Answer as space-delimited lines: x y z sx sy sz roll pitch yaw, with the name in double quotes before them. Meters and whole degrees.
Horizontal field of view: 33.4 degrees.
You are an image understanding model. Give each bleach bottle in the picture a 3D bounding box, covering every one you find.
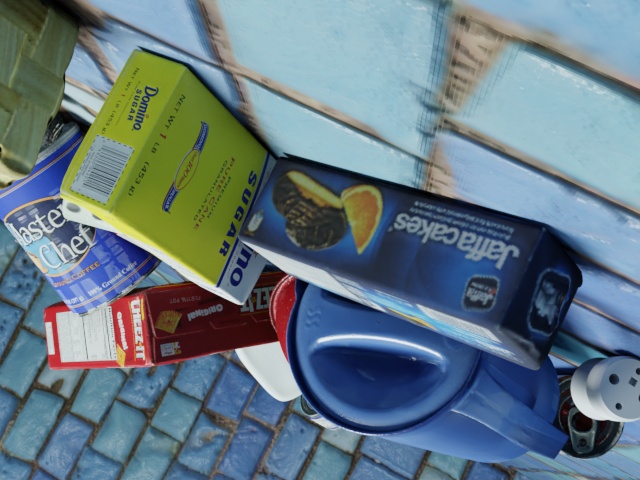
"bleach bottle" -0.064 0.091 1.243 0.102 0.068 0.251 50 -177 -17

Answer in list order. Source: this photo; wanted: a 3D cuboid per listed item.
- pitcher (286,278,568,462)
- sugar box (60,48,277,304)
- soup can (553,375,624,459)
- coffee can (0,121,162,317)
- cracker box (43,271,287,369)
"pitcher" 0.094 0.092 0.739 0.145 0.149 0.242 -16 155 22
"sugar box" -0.076 -0.031 0.647 0.048 0.093 0.176 22 171 29
"soup can" 0.210 0.149 0.914 0.068 0.068 0.102 27 172 0
"coffee can" -0.217 -0.018 0.938 0.140 0.102 0.103 56 161 -17
"cracker box" -0.145 0.076 1.019 0.163 0.072 0.214 -7 178 -38
